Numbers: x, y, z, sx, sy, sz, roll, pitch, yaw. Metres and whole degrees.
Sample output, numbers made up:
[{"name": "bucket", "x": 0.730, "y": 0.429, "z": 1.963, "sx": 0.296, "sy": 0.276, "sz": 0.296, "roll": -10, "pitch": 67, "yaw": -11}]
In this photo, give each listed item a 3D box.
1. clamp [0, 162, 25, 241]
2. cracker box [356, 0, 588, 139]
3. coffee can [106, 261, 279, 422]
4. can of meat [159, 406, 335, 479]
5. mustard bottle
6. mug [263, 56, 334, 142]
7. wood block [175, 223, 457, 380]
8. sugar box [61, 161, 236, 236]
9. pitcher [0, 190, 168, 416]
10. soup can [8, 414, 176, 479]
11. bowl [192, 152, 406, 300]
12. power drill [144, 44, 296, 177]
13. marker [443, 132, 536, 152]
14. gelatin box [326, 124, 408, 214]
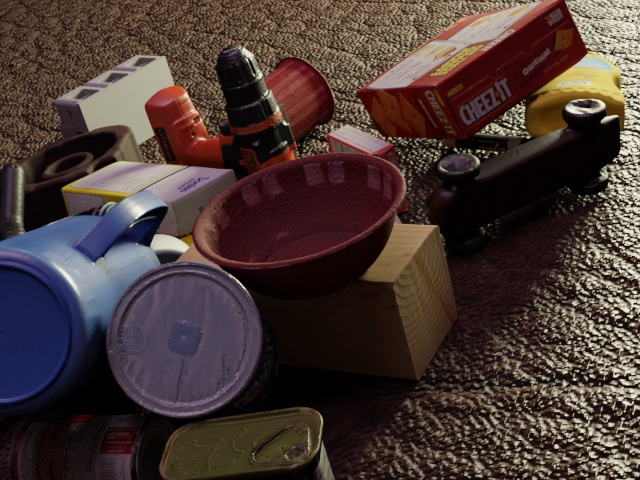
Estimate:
[{"name": "clamp", "x": -0.318, "y": -0.001, "z": 1.092, "sx": 0.039, "sy": 0.120, "sz": 0.172, "roll": -1, "pitch": 26, "yaw": -23}, {"name": "cracker box", "x": 0.153, "y": -0.175, "z": 1.125, "sx": 0.164, "sy": 0.072, "sz": 0.214, "roll": -36, "pitch": 16, "yaw": -12}, {"name": "coffee can", "x": -0.086, "y": 0.077, "z": 0.757, "sx": 0.103, "sy": 0.103, "sz": 0.140, "roll": -16, "pitch": -12, "yaw": -1}, {"name": "can of meat", "x": -0.039, "y": 0.159, "z": 0.672, "sx": 0.102, "sy": 0.084, "sz": 0.057, "roll": -10, "pitch": 28, "yaw": 11}, {"name": "mustard bottle", "x": 0.266, "y": -0.158, "z": 1.118, "sx": 0.096, "sy": 0.058, "sz": 0.191, "roll": -2, "pitch": 26, "yaw": 14}, {"name": "mug", "x": -0.049, "y": -0.152, "z": 1.261, "sx": 0.081, "sy": 0.093, "sz": 0.117, "roll": -42, "pitch": 6, "yaw": -32}, {"name": "wood block", "x": -0.007, "y": 0.042, "z": 0.864, "sx": 0.206, "sy": 0.091, "sz": 0.090, "roll": 2, "pitch": 32, "yaw": 31}, {"name": "sugar box", "x": -0.179, "y": -0.046, "z": 1.120, "sx": 0.177, "sy": 0.048, "sz": 0.093, "roll": 11, "pitch": 31, "yaw": 39}, {"name": "pitcher", "x": -0.189, "y": 0.043, "z": 0.776, "sx": 0.145, "sy": 0.149, "sz": 0.243, "roll": -5, "pitch": 3, "yaw": 1}, {"name": "soup can", "x": -0.158, "y": 0.157, "z": 0.755, "sx": 0.102, "sy": 0.068, "sz": 0.068, "roll": -4, "pitch": 30, "yaw": 21}, {"name": "bowl", "x": -0.010, "y": -0.004, "z": 0.791, "sx": 0.162, "sy": 0.055, "sz": 0.162, "roll": -13, "pitch": 29, "yaw": 7}, {"name": "power drill", "x": -0.106, "y": -0.119, "z": 1.117, "sx": 0.057, "sy": 0.184, "sz": 0.188, "roll": -35, "pitch": 30, "yaw": -31}, {"name": "marker", "x": 0.182, "y": -0.101, "z": 1.106, "sx": 0.121, "sy": 0.020, "sz": 0.020, "roll": 10, "pitch": 37, "yaw": 40}, {"name": "gelatin box", "x": 0.047, "y": -0.069, "z": 1.059, "sx": 0.030, "sy": 0.073, "sz": 0.089, "roll": -27, "pitch": 30, "yaw": -21}]
